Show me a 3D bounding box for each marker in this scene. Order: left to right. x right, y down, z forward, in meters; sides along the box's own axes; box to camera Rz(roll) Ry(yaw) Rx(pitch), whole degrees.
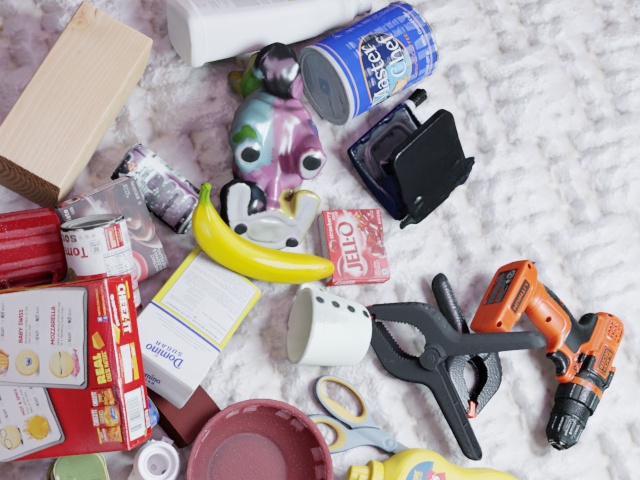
[{"bbox_3d":[0.093,-0.150,1.329,0.020,0.020,0.121,45,67,1],"label":"marker"}]

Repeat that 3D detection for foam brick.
[{"bbox_3d":[-0.151,0.175,1.140,0.053,0.051,0.078,-39,87,-24],"label":"foam brick"}]

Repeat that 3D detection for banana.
[{"bbox_3d":[-0.073,0.010,1.173,0.197,0.070,0.037,32,33,-34],"label":"banana"}]

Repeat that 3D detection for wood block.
[{"bbox_3d":[-0.279,-0.147,1.185,0.091,0.090,0.206,29,67,-6],"label":"wood block"}]

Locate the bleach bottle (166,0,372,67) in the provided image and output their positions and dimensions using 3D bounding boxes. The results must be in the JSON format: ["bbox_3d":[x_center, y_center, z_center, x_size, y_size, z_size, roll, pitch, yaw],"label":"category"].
[{"bbox_3d":[-0.052,-0.269,1.287,0.250,0.068,0.103,-13,34,-20],"label":"bleach bottle"}]

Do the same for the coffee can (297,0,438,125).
[{"bbox_3d":[0.058,-0.216,1.295,0.140,0.103,0.103,-32,84,-22],"label":"coffee can"}]

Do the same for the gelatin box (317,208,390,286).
[{"bbox_3d":[0.039,0.008,1.258,0.073,0.030,0.089,-3,74,-16],"label":"gelatin box"}]

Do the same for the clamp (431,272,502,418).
[{"bbox_3d":[0.171,0.121,1.255,0.120,0.039,0.171,20,66,-9],"label":"clamp"}]

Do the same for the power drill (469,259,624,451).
[{"bbox_3d":[0.264,0.127,1.251,0.187,0.057,0.184,40,61,-19],"label":"power drill"}]

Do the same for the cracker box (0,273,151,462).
[{"bbox_3d":[-0.281,0.127,1.040,0.214,0.072,0.164,-8,91,14],"label":"cracker box"}]

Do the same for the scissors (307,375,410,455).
[{"bbox_3d":[0.058,0.237,1.199,0.202,0.016,0.096,45,69,1],"label":"scissors"}]

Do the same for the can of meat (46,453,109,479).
[{"bbox_3d":[-0.237,0.261,1.070,0.057,0.084,0.102,-13,77,-19],"label":"can of meat"}]

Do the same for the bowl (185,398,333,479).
[{"bbox_3d":[-0.070,0.249,1.131,0.162,0.055,0.162,4,79,-20],"label":"bowl"}]

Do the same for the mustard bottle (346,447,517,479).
[{"bbox_3d":[0.119,0.281,1.174,0.191,0.058,0.096,18,87,-11],"label":"mustard bottle"}]

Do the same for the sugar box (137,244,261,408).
[{"bbox_3d":[-0.140,0.088,1.137,0.093,0.048,0.176,36,42,-1],"label":"sugar box"}]

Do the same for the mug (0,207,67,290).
[{"bbox_3d":[-0.311,0.019,1.119,0.081,0.093,0.117,-11,50,-24],"label":"mug"}]

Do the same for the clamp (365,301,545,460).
[{"bbox_3d":[0.139,0.124,1.204,0.210,0.036,0.165,38,108,18],"label":"clamp"}]

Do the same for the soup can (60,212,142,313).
[{"bbox_3d":[-0.227,0.028,1.105,0.068,0.069,0.102,-13,103,-19],"label":"soup can"}]

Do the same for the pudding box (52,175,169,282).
[{"bbox_3d":[-0.227,-0.003,1.161,0.090,0.039,0.113,-26,105,-22],"label":"pudding box"}]
